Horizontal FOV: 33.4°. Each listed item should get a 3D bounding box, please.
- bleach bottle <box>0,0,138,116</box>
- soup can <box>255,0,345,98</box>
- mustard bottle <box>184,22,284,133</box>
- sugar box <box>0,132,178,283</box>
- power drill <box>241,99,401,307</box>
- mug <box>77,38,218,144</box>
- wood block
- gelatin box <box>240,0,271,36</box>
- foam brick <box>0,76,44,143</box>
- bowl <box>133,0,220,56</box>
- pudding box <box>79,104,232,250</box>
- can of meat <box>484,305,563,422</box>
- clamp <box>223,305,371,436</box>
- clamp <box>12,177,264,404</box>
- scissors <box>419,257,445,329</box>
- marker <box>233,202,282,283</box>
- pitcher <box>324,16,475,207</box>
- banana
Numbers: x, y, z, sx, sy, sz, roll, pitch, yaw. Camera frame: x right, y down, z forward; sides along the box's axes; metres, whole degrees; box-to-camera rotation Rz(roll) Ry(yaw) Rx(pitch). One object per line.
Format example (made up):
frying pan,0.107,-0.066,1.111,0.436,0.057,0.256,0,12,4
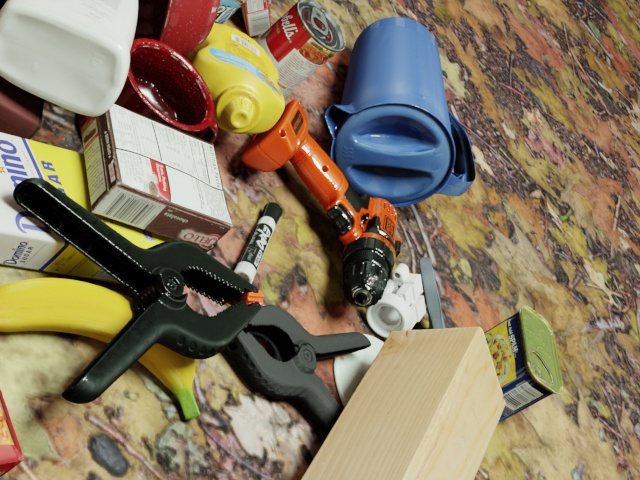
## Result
bleach bottle,-0.186,-0.190,0.860,0.102,0.068,0.250,23,28,-12
soup can,-0.033,-0.197,1.124,0.068,0.102,0.068,33,37,-30
mustard bottle,-0.080,-0.145,0.998,0.096,0.058,0.191,31,18,-20
sugar box,-0.187,-0.021,0.804,0.175,0.048,0.093,15,48,-47
power drill,0.005,-0.036,1.042,0.187,0.057,0.184,50,21,-16
mug,-0.142,-0.106,0.910,0.117,0.082,0.093,24,42,-39
wood block,0.074,0.166,0.877,0.205,0.091,0.090,-52,128,-51
gelatin box,-0.076,-0.281,1.171,0.089,0.030,0.073,88,-12,-58
foam brick,-0.244,-0.109,0.809,0.051,0.053,0.078,29,38,-34
bowl,-0.128,-0.229,0.966,0.055,0.162,0.162,7,51,-23
pudding box,-0.127,-0.050,0.829,0.113,0.039,0.090,22,39,-41
can of meat,0.202,0.133,1.128,0.057,0.084,0.102,34,36,-29
clamp,-0.016,0.098,0.916,0.171,0.039,0.120,40,36,-26
clamp,-0.124,0.031,0.770,0.209,0.036,0.164,1,61,-53
scissors,0.122,0.102,1.082,0.096,0.016,0.202,72,8,-50
marker,-0.056,0.001,0.979,0.020,0.020,0.121,43,33,-16
pitcher,0.093,-0.152,1.225,0.242,0.145,0.149,-83,160,-52
banana,-0.158,0.064,0.766,0.197,0.037,0.069,30,36,-33
